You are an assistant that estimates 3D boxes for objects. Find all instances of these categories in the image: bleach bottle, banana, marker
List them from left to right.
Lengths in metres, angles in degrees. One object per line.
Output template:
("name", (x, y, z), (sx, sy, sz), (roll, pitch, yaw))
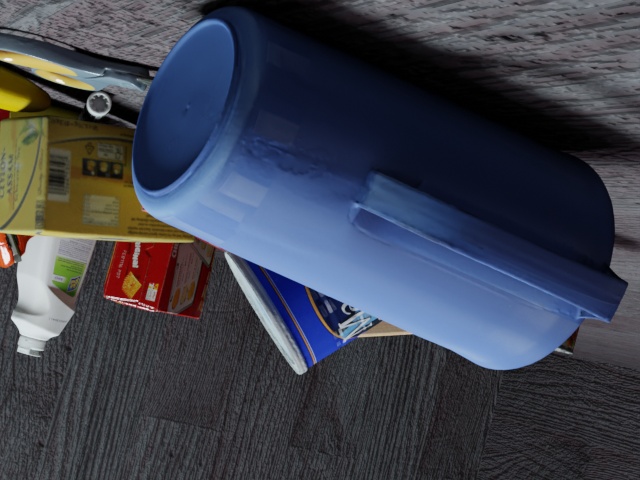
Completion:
("banana", (-0.262, -0.127, 0.792), (0.069, 0.037, 0.198), (16, 175, 5))
("bleach bottle", (-0.313, 0.010, 1.251), (0.068, 0.251, 0.102), (12, 174, 31))
("marker", (-0.190, -0.108, 0.896), (0.020, 0.020, 0.121), (16, 175, -15))

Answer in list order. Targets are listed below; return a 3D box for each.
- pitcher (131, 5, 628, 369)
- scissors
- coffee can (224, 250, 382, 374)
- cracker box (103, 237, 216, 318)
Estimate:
("pitcher", (0.034, -0.023, 0.551), (0.242, 0.145, 0.149), (22, 141, -33))
("scissors", (-0.130, -0.108, 0.727), (0.202, 0.016, 0.096), (15, 177, 4))
("coffee can", (0.017, 0.016, 0.762), (0.103, 0.140, 0.103), (57, 172, 13))
("cracker box", (-0.172, 0.000, 1.225), (0.072, 0.164, 0.213), (12, 175, 7))
